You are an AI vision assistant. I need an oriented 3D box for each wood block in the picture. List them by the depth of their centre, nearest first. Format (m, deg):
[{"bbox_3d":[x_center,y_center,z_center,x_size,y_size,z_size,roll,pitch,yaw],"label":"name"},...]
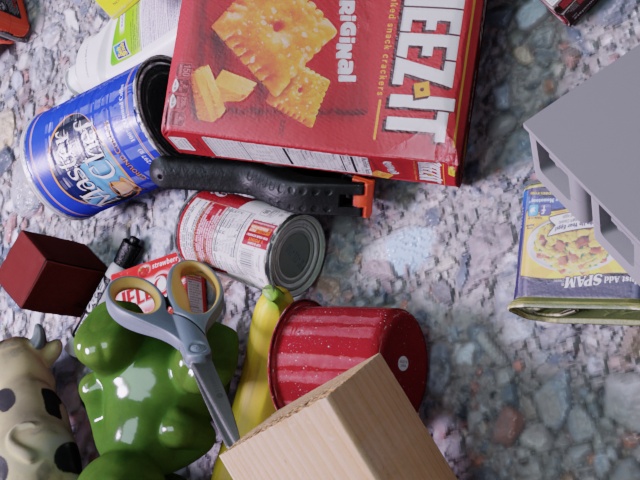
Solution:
[{"bbox_3d":[0.042,0.186,0.649,0.091,0.090,0.206,-34,86,26],"label":"wood block"}]

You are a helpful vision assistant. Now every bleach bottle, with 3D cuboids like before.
[{"bbox_3d":[-0.135,-0.192,0.941,0.251,0.068,0.102,-20,60,35],"label":"bleach bottle"}]

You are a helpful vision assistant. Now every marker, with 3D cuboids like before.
[{"bbox_3d":[-0.192,0.049,0.950,0.020,0.020,0.121,37,101,37],"label":"marker"}]

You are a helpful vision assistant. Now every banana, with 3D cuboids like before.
[{"bbox_3d":[-0.049,0.110,0.795,0.037,0.069,0.198,22,113,24],"label":"banana"}]

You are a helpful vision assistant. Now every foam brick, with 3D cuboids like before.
[{"bbox_3d":[-0.238,0.031,0.952,0.051,0.078,0.053,41,104,34],"label":"foam brick"}]

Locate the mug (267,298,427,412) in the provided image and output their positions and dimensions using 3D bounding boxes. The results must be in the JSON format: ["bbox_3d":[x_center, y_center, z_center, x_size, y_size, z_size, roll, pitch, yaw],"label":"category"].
[{"bbox_3d":[0.024,0.098,0.742,0.082,0.093,0.117,-2,108,31],"label":"mug"}]

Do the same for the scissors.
[{"bbox_3d":[-0.105,0.075,0.741,0.202,0.096,0.016,-99,12,-56],"label":"scissors"}]

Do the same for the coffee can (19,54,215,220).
[{"bbox_3d":[-0.172,-0.086,0.915,0.141,0.102,0.103,-19,68,32],"label":"coffee can"}]

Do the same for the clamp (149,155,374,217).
[{"bbox_3d":[-0.032,-0.055,0.824,0.172,0.120,0.039,14,122,19],"label":"clamp"}]

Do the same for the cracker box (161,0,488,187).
[{"bbox_3d":[0.005,-0.136,0.759,0.214,0.072,0.164,8,82,9],"label":"cracker box"}]

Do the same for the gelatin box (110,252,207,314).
[{"bbox_3d":[-0.138,0.055,0.901,0.089,0.030,0.073,-17,69,32],"label":"gelatin box"}]

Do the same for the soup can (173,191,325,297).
[{"bbox_3d":[-0.055,0.001,0.830,0.102,0.068,0.068,16,88,38],"label":"soup can"}]

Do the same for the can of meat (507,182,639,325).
[{"bbox_3d":[0.173,0.007,0.666,0.102,0.057,0.084,-1,76,36],"label":"can of meat"}]
